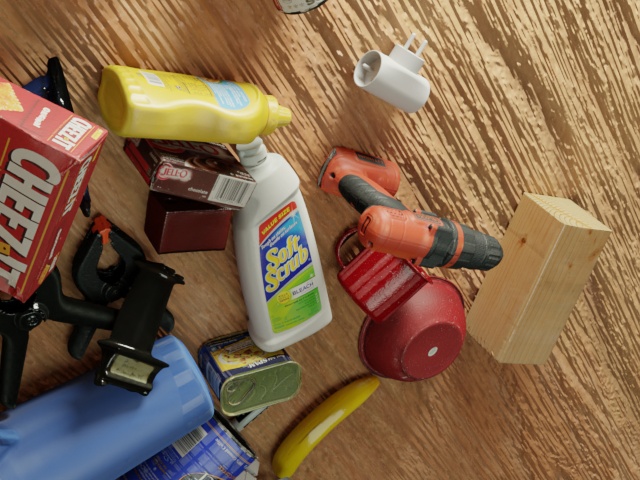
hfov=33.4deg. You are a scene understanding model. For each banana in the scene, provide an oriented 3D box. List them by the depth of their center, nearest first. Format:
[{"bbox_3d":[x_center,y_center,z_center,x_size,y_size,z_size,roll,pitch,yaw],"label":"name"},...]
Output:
[{"bbox_3d":[-0.003,0.246,1.399,0.198,0.037,0.069,-47,160,9],"label":"banana"}]

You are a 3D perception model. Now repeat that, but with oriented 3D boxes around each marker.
[{"bbox_3d":[-0.087,0.217,1.340,0.121,0.020,0.020,-40,131,-1],"label":"marker"}]

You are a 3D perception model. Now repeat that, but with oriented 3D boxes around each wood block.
[{"bbox_3d":[0.280,0.052,1.399,0.090,0.091,0.206,7,116,-33],"label":"wood block"}]

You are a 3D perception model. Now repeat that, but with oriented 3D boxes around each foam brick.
[{"bbox_3d":[-0.142,-0.021,1.134,0.078,0.053,0.051,-4,121,-29],"label":"foam brick"}]

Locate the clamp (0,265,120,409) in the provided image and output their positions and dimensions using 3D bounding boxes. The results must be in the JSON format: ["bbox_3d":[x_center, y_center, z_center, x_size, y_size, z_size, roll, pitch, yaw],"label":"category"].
[{"bbox_3d":[-0.299,0.078,1.070,0.164,0.036,0.210,-38,135,-3],"label":"clamp"}]

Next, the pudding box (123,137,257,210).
[{"bbox_3d":[-0.133,-0.075,1.080,0.113,0.090,0.039,14,113,-36],"label":"pudding box"}]

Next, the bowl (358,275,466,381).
[{"bbox_3d":[0.132,0.128,1.386,0.161,0.055,0.162,-15,126,-21],"label":"bowl"}]

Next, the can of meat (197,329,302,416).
[{"bbox_3d":[-0.085,0.151,1.256,0.102,0.084,0.057,-13,125,-23],"label":"can of meat"}]

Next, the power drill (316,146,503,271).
[{"bbox_3d":[0.092,-0.032,1.173,0.184,0.188,0.057,14,110,-34],"label":"power drill"}]

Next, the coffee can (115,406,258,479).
[{"bbox_3d":[-0.160,0.270,1.271,0.140,0.103,0.102,-43,131,-5],"label":"coffee can"}]

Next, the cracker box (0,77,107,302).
[{"bbox_3d":[-0.312,-0.065,0.908,0.213,0.072,0.164,28,121,-3],"label":"cracker box"}]

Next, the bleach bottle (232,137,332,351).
[{"bbox_3d":[-0.058,0.001,1.192,0.102,0.068,0.251,-25,126,-15],"label":"bleach bottle"}]

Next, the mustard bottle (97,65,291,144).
[{"bbox_3d":[-0.115,-0.130,1.051,0.191,0.096,0.058,1,118,-31],"label":"mustard bottle"}]

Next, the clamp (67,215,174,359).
[{"bbox_3d":[-0.231,0.055,1.143,0.120,0.039,0.171,-27,129,-17],"label":"clamp"}]

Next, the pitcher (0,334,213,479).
[{"bbox_3d":[-0.244,0.210,1.183,0.242,0.149,0.145,-27,100,-16],"label":"pitcher"}]

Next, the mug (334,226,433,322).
[{"bbox_3d":[0.066,0.036,1.275,0.081,0.093,0.117,-43,100,7],"label":"mug"}]
